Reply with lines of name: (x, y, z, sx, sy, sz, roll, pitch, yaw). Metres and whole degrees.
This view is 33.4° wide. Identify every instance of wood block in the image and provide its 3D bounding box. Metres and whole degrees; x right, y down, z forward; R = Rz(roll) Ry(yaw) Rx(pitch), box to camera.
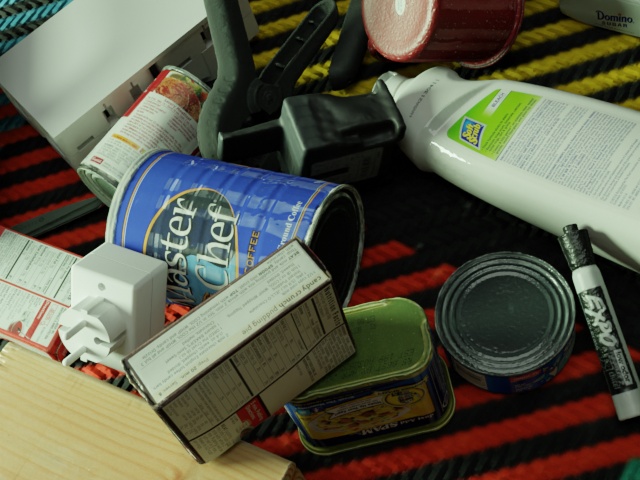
wood block: (-0.115, 0.148, 0.638, 0.206, 0.090, 0.090, 18, 64, 25)

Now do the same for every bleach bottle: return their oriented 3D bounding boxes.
bleach bottle: (0.146, -0.064, 0.715, 0.251, 0.068, 0.102, 28, 68, 31)

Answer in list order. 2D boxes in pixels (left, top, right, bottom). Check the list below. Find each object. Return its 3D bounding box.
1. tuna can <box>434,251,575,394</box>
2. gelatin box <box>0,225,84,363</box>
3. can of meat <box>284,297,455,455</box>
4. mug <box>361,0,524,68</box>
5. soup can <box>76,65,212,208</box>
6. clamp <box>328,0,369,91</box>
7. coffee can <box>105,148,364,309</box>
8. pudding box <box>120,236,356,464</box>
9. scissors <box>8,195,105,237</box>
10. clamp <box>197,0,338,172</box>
tuna can: (0.116, 0.052, 0.667, 0.086, 0.033, 0.086, -7, 58, 11)
gelatin box: (-0.207, 0.038, 0.759, 0.089, 0.030, 0.073, 20, 68, 14)
can of meat: (0.025, 0.082, 0.643, 0.102, 0.084, 0.057, -14, 57, 7)
mug: (0.077, -0.164, 0.767, 0.081, 0.117, 0.093, -8, 74, -36)
soup can: (-0.121, -0.069, 0.786, 0.069, 0.068, 0.102, 28, 70, 28)
clamp: (0.031, -0.228, 0.860, 0.210, 0.036, 0.165, -45, 60, -11)
coffee can: (-0.055, 0.001, 0.703, 0.140, 0.103, 0.102, 12, 63, 21)
pudding box: (-0.039, 0.060, 0.566, 0.113, 0.090, 0.039, -37, 59, -11)
scissors: (-0.258, 0.023, 0.798, 0.202, 0.016, 0.096, -9, 59, 10)
clamp: (-0.040, -0.109, 0.773, 0.039, 0.120, 0.171, 21, 109, 53)
